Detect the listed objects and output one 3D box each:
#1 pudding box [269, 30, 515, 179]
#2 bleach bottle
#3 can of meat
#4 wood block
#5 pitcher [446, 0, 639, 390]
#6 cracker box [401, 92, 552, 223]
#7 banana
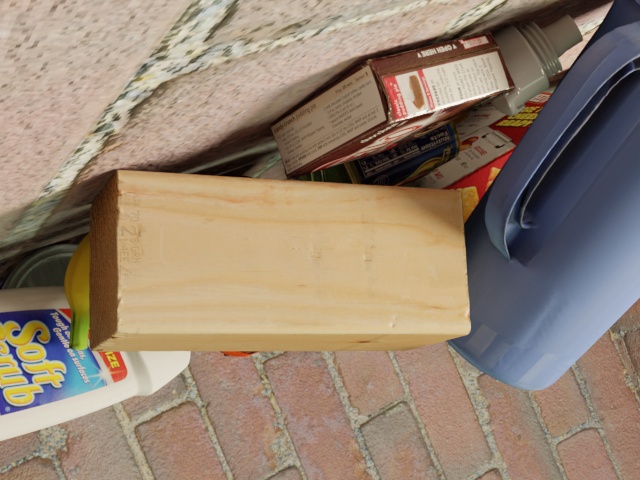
[{"bbox_3d":[0.037,-0.074,0.594,0.089,0.039,0.114,-20,176,-32],"label":"pudding box"},{"bbox_3d":[-0.184,0.068,0.678,0.250,0.102,0.068,-14,176,-27],"label":"bleach bottle"},{"bbox_3d":[0.038,-0.059,0.725,0.083,0.057,0.102,-24,179,-16],"label":"can of meat"},{"bbox_3d":[-0.026,0.017,0.630,0.205,0.090,0.091,2,167,-21],"label":"wood block"},{"bbox_3d":[0.164,-0.025,0.657,0.243,0.149,0.145,-55,-170,25],"label":"pitcher"},{"bbox_3d":[0.101,-0.035,0.824,0.213,0.072,0.164,-29,-164,-6],"label":"cracker box"},{"bbox_3d":[-0.088,-0.003,0.692,0.197,0.069,0.037,-27,-163,-24],"label":"banana"}]
